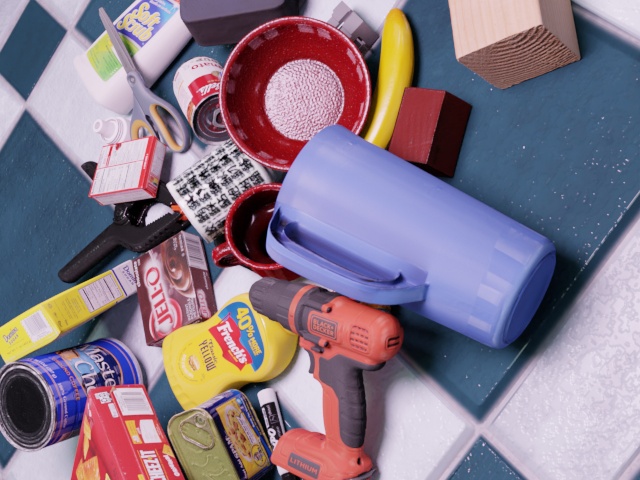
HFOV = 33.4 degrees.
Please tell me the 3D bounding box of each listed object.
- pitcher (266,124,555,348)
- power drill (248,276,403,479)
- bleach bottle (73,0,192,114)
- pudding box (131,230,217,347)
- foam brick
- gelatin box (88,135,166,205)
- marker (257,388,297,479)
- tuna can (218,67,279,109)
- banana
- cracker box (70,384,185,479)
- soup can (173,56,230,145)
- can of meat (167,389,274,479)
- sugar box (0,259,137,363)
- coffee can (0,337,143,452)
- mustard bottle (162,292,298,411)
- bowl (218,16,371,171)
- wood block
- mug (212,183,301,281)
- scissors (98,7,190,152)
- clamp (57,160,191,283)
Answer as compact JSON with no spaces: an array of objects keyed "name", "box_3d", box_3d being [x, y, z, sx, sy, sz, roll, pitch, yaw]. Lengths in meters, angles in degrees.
[{"name":"pitcher","box_3d":[0.079,0.004,0.970,0.243,0.145,0.149,28,84,23]},{"name":"power drill","box_3d":[-0.005,0.137,1.044,0.185,0.057,0.188,17,110,42]},{"name":"bleach bottle","box_3d":[-0.203,-0.280,1.353,0.251,0.068,0.103,-45,57,17]},{"name":"pudding box","box_3d":[-0.171,0.058,1.247,0.090,0.039,0.113,-28,62,30]},{"name":"foam brick","box_3d":[0.108,-0.108,1.064,0.051,0.052,0.078,13,85,40]},{"name":"gelatin box","box_3d":[-0.235,-0.084,1.307,0.089,0.030,0.073,-8,61,32]},{"name":"marker","box_3d":[-0.042,0.213,1.115,0.020,0.020,0.121,-32,60,27]},{"name":"tuna can","box_3d":[-0.072,-0.173,1.203,0.034,0.086,0.086,-50,53,14]},{"name":"banana","box_3d":[0.062,-0.148,1.121,0.070,0.037,0.198,24,93,38]},{"name":"cracker box","box_3d":[-0.216,0.286,1.134,0.164,0.072,0.214,53,133,48]},{"name":"soup can","box_3d":[-0.128,-0.164,1.241,0.068,0.068,0.102,-51,37,16]},{"name":"can of meat","box_3d":[-0.099,0.211,1.098,0.058,0.083,0.102,-26,88,27]},{"name":"sugar box","box_3d":[-0.292,0.080,1.251,0.093,0.176,0.048,-27,96,29]},{"name":"coffee can","box_3d":[-0.288,0.174,1.225,0.103,0.140,0.103,5,99,33]},{"name":"mustard bottle","box_3d":[-0.082,0.110,1.149,0.192,0.058,0.096,-31,69,28]},{"name":"bowl","box_3d":[-0.023,-0.151,1.125,0.162,0.055,0.162,0,91,11]},{"name":"wood block","box_3d":[0.177,-0.265,1.029,0.090,0.090,0.206,-18,67,34]},{"name":"mug","box_3d":[-0.057,0.001,1.123,0.117,0.081,0.093,-24,71,1]},{"name":"scissors","box_3d":[-0.235,-0.182,1.326,0.202,0.016,0.096,52,126,6]},{"name":"clamp","box_3d":[-0.243,-0.020,1.324,0.210,0.036,0.164,4,76,37]}]
